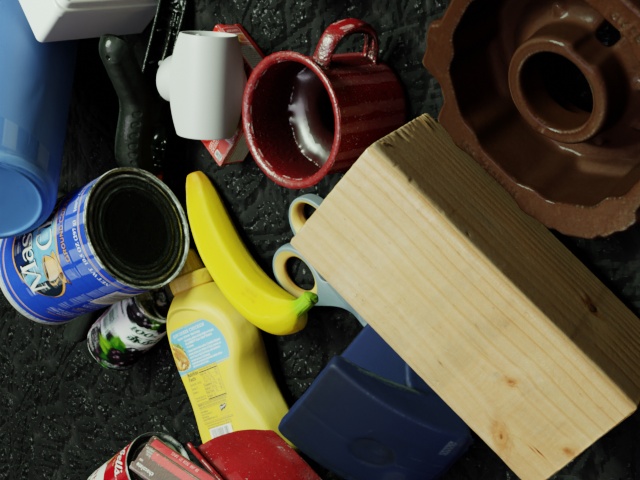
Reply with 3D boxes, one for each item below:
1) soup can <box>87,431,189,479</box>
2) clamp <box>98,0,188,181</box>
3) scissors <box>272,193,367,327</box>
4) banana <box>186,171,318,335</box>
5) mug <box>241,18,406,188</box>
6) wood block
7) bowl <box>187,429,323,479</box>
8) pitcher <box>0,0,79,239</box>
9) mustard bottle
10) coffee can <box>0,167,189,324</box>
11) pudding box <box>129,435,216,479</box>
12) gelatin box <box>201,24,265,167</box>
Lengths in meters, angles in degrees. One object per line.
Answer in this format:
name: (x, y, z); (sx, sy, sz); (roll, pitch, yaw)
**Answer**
soup can: (-0.176, 0.232, 1.016); (0.102, 0.068, 0.068); (-40, 73, 43)
clamp: (-0.146, -0.112, 0.869); (0.039, 0.120, 0.171); (16, 117, 20)
scissors: (0.024, 0.059, 0.813); (0.096, 0.016, 0.202); (-42, 72, 44)
banana: (-0.060, 0.019, 0.856); (0.198, 0.037, 0.070); (43, 121, 41)
mug: (0.009, -0.098, 0.739); (0.093, 0.081, 0.117); (35, 123, 33)
wood block: (0.096, 0.032, 0.645); (0.206, 0.090, 0.090); (45, 124, 8)
bowl: (-0.025, 0.192, 0.789); (0.162, 0.055, 0.162); (45, 168, 12)
pitcher: (-0.282, -0.122, 0.897); (0.149, 0.144, 0.243); (-32, 45, 27)
mustard bottle: (-0.084, 0.099, 0.897); (0.096, 0.058, 0.191); (-26, 83, 49)
coffee can: (-0.194, 0.007, 0.899); (0.141, 0.102, 0.103); (-20, 87, 42)
pudding box: (-0.100, 0.222, 0.918); (0.090, 0.039, 0.113); (24, 161, 39)
gelatin box: (-0.073, -0.115, 0.849); (0.073, 0.030, 0.089); (54, 131, 20)
